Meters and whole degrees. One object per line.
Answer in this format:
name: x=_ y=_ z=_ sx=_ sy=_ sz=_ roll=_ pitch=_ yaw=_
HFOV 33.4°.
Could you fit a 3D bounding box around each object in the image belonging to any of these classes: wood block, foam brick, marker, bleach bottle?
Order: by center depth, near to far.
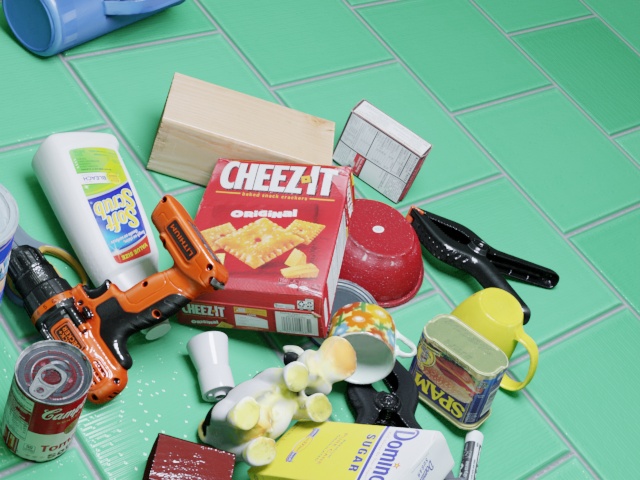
foam brick: x=-0.124 y=0.222 z=0.992 sx=0.078 sy=0.053 sz=0.051 roll=18 pitch=44 yaw=-9
marker: x=0.153 y=0.251 z=1.119 sx=0.020 sy=0.020 sz=0.121 roll=24 pitch=43 yaw=-3
bleach bottle: x=-0.221 y=-0.004 z=1.153 sx=0.102 sy=0.068 sz=0.251 roll=-4 pitch=54 yaw=-47
wood block: x=-0.096 y=-0.115 z=1.297 sx=0.206 sy=0.090 sz=0.090 roll=16 pitch=45 yaw=-11

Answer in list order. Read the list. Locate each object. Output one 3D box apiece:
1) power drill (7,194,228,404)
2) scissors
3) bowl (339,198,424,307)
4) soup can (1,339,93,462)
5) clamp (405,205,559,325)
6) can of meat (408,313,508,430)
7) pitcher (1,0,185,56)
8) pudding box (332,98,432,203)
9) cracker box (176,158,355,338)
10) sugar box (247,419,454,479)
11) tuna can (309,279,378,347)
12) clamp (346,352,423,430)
power drill: x=-0.200 y=0.039 z=1.054 sx=0.187 sy=0.057 sz=0.184 roll=-37 pitch=78 yaw=2
scissors: x=-0.335 y=0.003 z=1.126 sx=0.202 sy=0.016 sz=0.096 roll=35 pitch=43 yaw=9
bowl: x=0.060 y=0.002 z=1.285 sx=0.162 sy=0.055 sz=0.162 roll=13 pitch=46 yaw=-14
soup can: x=-0.249 y=0.147 z=0.968 sx=0.068 sy=0.102 sz=0.068 roll=13 pitch=45 yaw=-14
clamp: x=0.193 y=0.025 z=1.319 sx=0.210 sy=0.036 sz=0.164 roll=31 pitch=25 yaw=7
can of meat: x=0.148 y=0.141 z=1.160 sx=0.102 sy=0.084 sz=0.057 roll=36 pitch=43 yaw=25
pitcher: x=-0.280 y=-0.328 z=1.381 sx=0.242 sy=0.149 sz=0.145 roll=-39 pitch=97 yaw=-40
pudding box: x=0.078 y=-0.114 z=1.377 sx=0.113 sy=0.090 sz=0.039 roll=34 pitch=45 yaw=8
cracker box: x=-0.058 y=0.001 z=1.182 sx=0.164 sy=0.072 sz=0.213 roll=5 pitch=45 yaw=9
sugar box: x=0.026 y=0.213 z=0.998 sx=0.093 sy=0.177 sz=0.048 roll=-40 pitch=114 yaw=-44
tuna can: x=0.023 y=0.086 z=1.202 sx=0.086 sy=0.034 sz=0.086 roll=13 pitch=45 yaw=-14
clamp: x=0.078 y=0.185 z=1.130 sx=0.120 sy=0.039 sz=0.171 roll=16 pitch=44 yaw=-8
